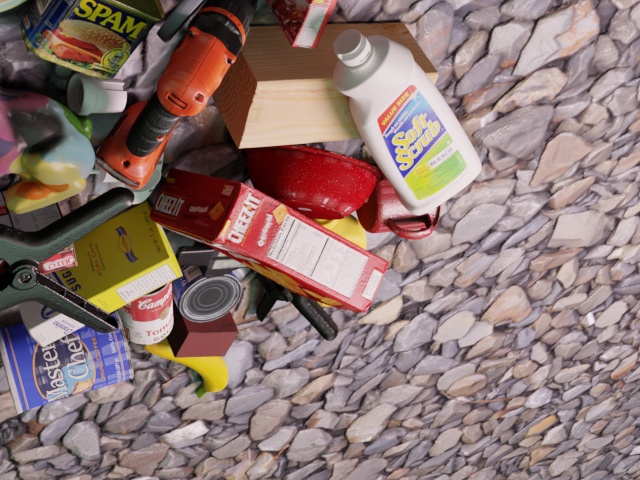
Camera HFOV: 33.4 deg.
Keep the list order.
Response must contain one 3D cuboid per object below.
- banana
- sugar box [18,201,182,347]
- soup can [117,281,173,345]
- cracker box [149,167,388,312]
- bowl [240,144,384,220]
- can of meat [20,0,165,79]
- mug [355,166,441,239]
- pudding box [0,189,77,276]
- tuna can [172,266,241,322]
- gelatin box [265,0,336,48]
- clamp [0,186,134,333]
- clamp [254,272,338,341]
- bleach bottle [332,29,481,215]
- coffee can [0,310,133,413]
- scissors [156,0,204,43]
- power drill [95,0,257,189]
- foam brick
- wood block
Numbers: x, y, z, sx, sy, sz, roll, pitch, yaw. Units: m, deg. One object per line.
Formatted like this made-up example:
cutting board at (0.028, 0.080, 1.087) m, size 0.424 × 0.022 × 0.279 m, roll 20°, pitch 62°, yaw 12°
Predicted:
banana at (-0.171, 0.169, 1.451) m, size 0.069 × 0.037 × 0.197 m, roll -29°, pitch 144°, yaw 1°
sugar box at (-0.251, 0.036, 1.187) m, size 0.176 × 0.093 × 0.048 m, roll -27°, pitch 144°, yaw -3°
soup can at (-0.211, 0.070, 1.277) m, size 0.068 × 0.068 × 0.102 m, roll -15°, pitch 142°, yaw -18°
cracker box at (-0.058, 0.001, 1.167) m, size 0.213 × 0.164 × 0.072 m, roll 28°, pitch 83°, yaw -34°
bowl at (-0.013, -0.059, 1.176) m, size 0.162 × 0.055 × 0.162 m, roll 10°, pitch 171°, yaw 1°
can of meat at (-0.206, -0.199, 0.959) m, size 0.101 × 0.057 × 0.084 m, roll 16°, pitch 128°, yaw -45°
mug at (0.095, -0.044, 1.300) m, size 0.081 × 0.117 × 0.093 m, roll -6°, pitch 139°, yaw -20°
pudding box at (-0.304, -0.008, 1.080) m, size 0.090 × 0.113 × 0.039 m, roll -14°, pitch 134°, yaw -18°
tuna can at (-0.142, 0.062, 1.335) m, size 0.086 × 0.034 × 0.086 m, roll -17°, pitch 138°, yaw -16°
gelatin box at (-0.019, -0.237, 1.005) m, size 0.030 × 0.089 × 0.073 m, roll 0°, pitch 136°, yaw -31°
clamp at (-0.280, 0.034, 1.020) m, size 0.209 × 0.036 × 0.165 m, roll -9°, pitch 124°, yaw -22°
clamp at (-0.051, 0.062, 1.375) m, size 0.120 × 0.039 × 0.171 m, roll 2°, pitch 134°, yaw 28°
bleach bottle at (0.075, -0.123, 1.074) m, size 0.103 × 0.068 × 0.250 m, roll -34°, pitch 142°, yaw 10°
coffee can at (-0.304, 0.136, 1.267) m, size 0.140 × 0.103 × 0.103 m, roll -15°, pitch 143°, yaw -17°
scissors at (-0.087, -0.249, 0.961) m, size 0.016 × 0.096 × 0.202 m, roll 40°, pitch 116°, yaw -12°
power drill at (-0.135, -0.147, 1.013) m, size 0.057 × 0.184 × 0.188 m, roll 34°, pitch 135°, yaw -11°
foam brick at (-0.155, 0.116, 1.384) m, size 0.078 × 0.053 × 0.051 m, roll 4°, pitch 134°, yaw -36°
wood block at (0.003, -0.163, 1.109) m, size 0.205 × 0.091 × 0.090 m, roll -7°, pitch 140°, yaw -27°
